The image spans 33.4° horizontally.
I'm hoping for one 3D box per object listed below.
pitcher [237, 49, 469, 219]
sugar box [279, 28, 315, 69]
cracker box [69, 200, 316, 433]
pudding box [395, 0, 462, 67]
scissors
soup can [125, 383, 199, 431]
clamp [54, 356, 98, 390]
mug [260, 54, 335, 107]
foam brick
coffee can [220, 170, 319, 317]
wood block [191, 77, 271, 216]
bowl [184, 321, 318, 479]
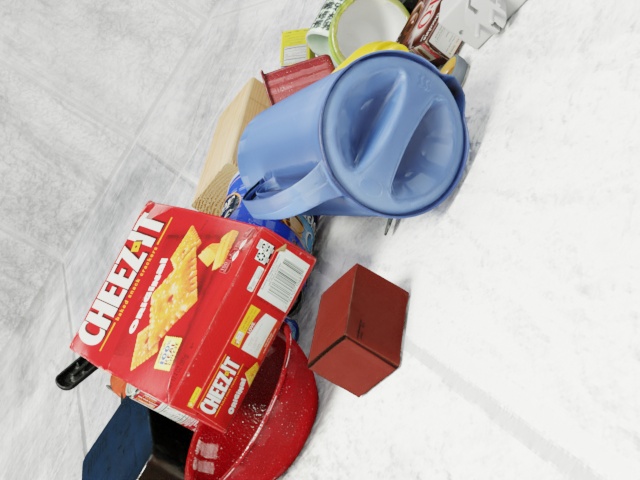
[{"bbox_3d":[0.006,-0.076,0.935,0.243,0.149,0.145,176,104,-66],"label":"pitcher"},{"bbox_3d":[-0.024,-0.196,1.350,0.176,0.048,0.093,-97,-4,-60],"label":"sugar box"},{"bbox_3d":[-0.120,0.057,0.937,0.214,0.072,0.164,13,73,54],"label":"cracker box"},{"bbox_3d":[0.122,-0.225,1.074,0.113,0.039,0.090,-63,18,-12],"label":"pudding box"},{"bbox_3d":[0.096,-0.098,0.971,0.096,0.016,0.201,-46,21,39],"label":"scissors"},{"bbox_3d":[-0.130,0.146,1.043,0.069,0.102,0.068,-51,19,25],"label":"soup can"},{"bbox_3d":[-0.241,0.103,1.366,0.165,0.036,0.209,-58,-15,19],"label":"clamp"},{"bbox_3d":[-0.013,-0.154,1.225,0.081,0.117,0.093,-18,39,2],"label":"mug"},{"bbox_3d":[0.029,0.068,0.816,0.051,0.053,0.078,-44,22,40],"label":"foam brick"},{"bbox_3d":[-0.057,0.001,1.083,0.103,0.102,0.140,-45,22,37],"label":"coffee can"},{"bbox_3d":[-0.090,-0.108,1.381,0.090,0.090,0.206,-46,21,33],"label":"wood block"},{"bbox_3d":[-0.049,0.149,0.891,0.162,0.055,0.162,-51,19,24],"label":"bowl"}]
